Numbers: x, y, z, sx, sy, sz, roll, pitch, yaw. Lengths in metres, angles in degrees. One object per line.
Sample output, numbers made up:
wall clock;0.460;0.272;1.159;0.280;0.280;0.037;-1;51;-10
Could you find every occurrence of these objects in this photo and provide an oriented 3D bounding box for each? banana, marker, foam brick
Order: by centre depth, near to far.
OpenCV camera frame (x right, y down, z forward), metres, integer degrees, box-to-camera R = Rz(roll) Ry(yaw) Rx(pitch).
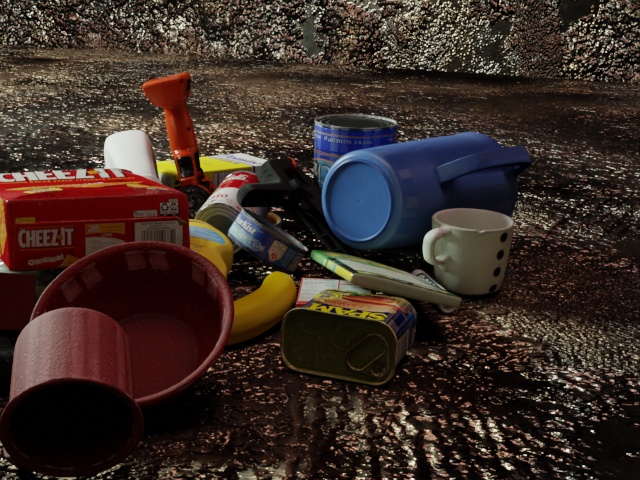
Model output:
foam brick;-0.288;0.057;0.922;0.051;0.053;0.078;6;-10;-42
banana;-0.066;0.062;1.010;0.070;0.037;0.197;12;19;27
marker;0.112;0.047;1.113;0.020;0.020;0.121;-3;17;-15

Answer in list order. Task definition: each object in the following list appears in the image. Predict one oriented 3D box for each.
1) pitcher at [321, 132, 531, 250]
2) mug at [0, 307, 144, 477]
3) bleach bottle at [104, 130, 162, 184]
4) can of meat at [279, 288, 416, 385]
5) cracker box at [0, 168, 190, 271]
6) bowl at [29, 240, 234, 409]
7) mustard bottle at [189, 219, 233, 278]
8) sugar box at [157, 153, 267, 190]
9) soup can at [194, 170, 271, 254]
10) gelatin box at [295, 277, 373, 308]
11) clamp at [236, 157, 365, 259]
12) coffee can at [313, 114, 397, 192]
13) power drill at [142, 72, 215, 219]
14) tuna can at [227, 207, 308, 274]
pitcher;0.121;-0.059;1.216;0.145;0.149;0.242;31;24;31
mug;-0.177;0.108;0.732;0.093;0.117;0.081;33;24;-31
bleach bottle;-0.224;-0.056;1.329;0.068;0.102;0.251;-12;25;-11
can of meat;0.027;0.080;0.925;0.102;0.057;0.083;8;14;18
cracker box;-0.234;-0.025;1.029;0.164;0.072;0.214;-4;11;-23
bowl;-0.145;0.077;0.845;0.162;0.055;0.162;-3;49;3
mustard bottle;-0.140;0.018;1.115;0.096;0.058;0.191;3;16;-1
sugar box;-0.158;-0.092;1.519;0.175;0.048;0.093;-13;22;-39
soup can;-0.102;-0.032;1.252;0.068;0.068;0.102;6;26;13
gelatin box;0.015;0.063;1.030;0.073;0.030;0.089;2;13;2
clamp;-0.037;-0.051;1.230;0.164;0.036;0.210;30;18;-25
coffee can;0.041;-0.079;1.325;0.103;0.140;0.103;2;16;-1
power drill;-0.175;-0.112;1.338;0.057;0.187;0.184;-11;13;-1
tuna can;-0.058;0.001;1.159;0.086;0.034;0.086;33;4;-3
